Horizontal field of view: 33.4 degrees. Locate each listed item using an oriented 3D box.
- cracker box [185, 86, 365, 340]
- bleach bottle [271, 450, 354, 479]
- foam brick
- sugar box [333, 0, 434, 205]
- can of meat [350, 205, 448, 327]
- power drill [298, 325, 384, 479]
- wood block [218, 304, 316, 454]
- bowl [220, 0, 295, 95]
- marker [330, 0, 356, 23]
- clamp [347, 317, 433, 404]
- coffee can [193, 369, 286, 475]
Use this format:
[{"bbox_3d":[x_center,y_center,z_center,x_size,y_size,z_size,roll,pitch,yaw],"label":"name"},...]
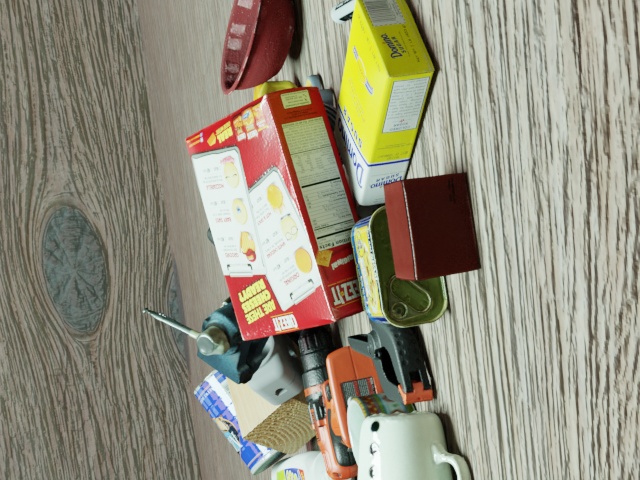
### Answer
[{"bbox_3d":[-0.038,-0.023,1.021,0.164,0.071,0.214,-18,89,54],"label":"cracker box"},{"bbox_3d":[-0.005,0.308,1.366,0.251,0.068,0.102,121,139,-66],"label":"bleach bottle"},{"bbox_3d":[0.085,-0.010,0.824,0.051,0.053,0.078,169,94,-76],"label":"foam brick"},{"bbox_3d":[0.049,-0.117,0.918,0.176,0.048,0.093,103,154,-54],"label":"sugar box"},{"bbox_3d":[0.065,0.023,0.918,0.084,0.057,0.102,160,101,-78],"label":"can of meat"},{"bbox_3d":[0.023,0.168,1.181,0.188,0.057,0.184,119,137,-72],"label":"power drill"},{"bbox_3d":[-0.065,0.163,1.395,0.091,0.090,0.206,-45,42,22],"label":"wood block"},{"bbox_3d":[-0.069,-0.244,1.252,0.162,0.055,0.162,-169,90,-73],"label":"bowl"},{"bbox_3d":[0.034,-0.216,0.978,0.121,0.020,0.020,-166,68,-75],"label":"marker"},{"bbox_3d":[0.062,0.086,1.008,0.172,0.039,0.120,-131,31,-59],"label":"clamp"},{"bbox_3d":[-0.093,0.237,1.474,0.140,0.102,0.103,51,158,14],"label":"coffee can"}]
